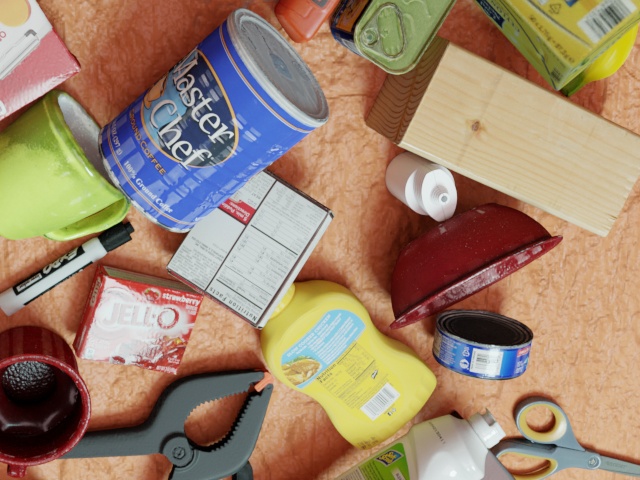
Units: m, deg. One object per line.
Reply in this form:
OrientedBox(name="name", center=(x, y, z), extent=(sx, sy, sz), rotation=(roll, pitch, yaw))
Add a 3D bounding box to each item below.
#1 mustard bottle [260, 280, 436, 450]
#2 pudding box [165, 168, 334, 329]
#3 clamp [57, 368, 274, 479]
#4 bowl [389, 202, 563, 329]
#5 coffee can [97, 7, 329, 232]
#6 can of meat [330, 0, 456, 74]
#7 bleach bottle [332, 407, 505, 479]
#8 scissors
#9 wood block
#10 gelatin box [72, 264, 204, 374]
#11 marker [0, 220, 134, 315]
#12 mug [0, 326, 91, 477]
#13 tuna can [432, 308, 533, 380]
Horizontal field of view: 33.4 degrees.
OrientedBox(name="mustard bottle", center=(0.006, 0.091, 0.912), extent=(0.096, 0.058, 0.191), rotation=(-43, 113, 6))
OrientedBox(name="pudding box", center=(-0.056, 0.001, 0.852), extent=(0.090, 0.039, 0.113), rotation=(33, 89, 5))
OrientedBox(name="clamp", center=(-0.131, 0.173, 0.905), extent=(0.210, 0.036, 0.164), rotation=(-46, 99, -5))
OrientedBox(name="bowl", center=(0.118, 0.014, 0.891), extent=(0.162, 0.162, 0.055), rotation=(-26, 80, -7))
OrientedBox(name="coffee can", center=(-0.079, -0.087, 0.786), extent=(0.140, 0.103, 0.102), rotation=(-37, 115, 21))
OrientedBox(name="can of meat", center=(0.057, -0.186, 0.828), extent=(0.057, 0.084, 0.102), rotation=(29, 97, -22))
OrientedBox(name="bleach bottle", center=(0.051, 0.230, 0.901), extent=(0.251, 0.103, 0.068), rotation=(-35, 124, 0))
OrientedBox(name="scissors", center=(0.259, 0.196, 1.041), extent=(0.201, 0.016, 0.096), rotation=(0, 106, -16))
OrientedBox(name="wood block", center=(0.156, -0.089, 0.884), extent=(0.205, 0.090, 0.091), rotation=(22, 100, -21))
OrientedBox(name="gelatin box", center=(-0.149, 0.065, 0.870), extent=(0.089, 0.030, 0.073), rotation=(14, 102, -29))
OrientedBox(name="marker", center=(-0.202, 0.021, 0.852), extent=(0.121, 0.020, 0.020), rotation=(-32, 112, -5))
OrientedBox(name="mug", center=(-0.232, 0.129, 0.843), extent=(0.093, 0.081, 0.117), rotation=(5, 105, -18))
OrientedBox(name="tuna can", center=(0.142, 0.091, 0.937), extent=(0.086, 0.086, 0.034), rotation=(2, 107, -17))
